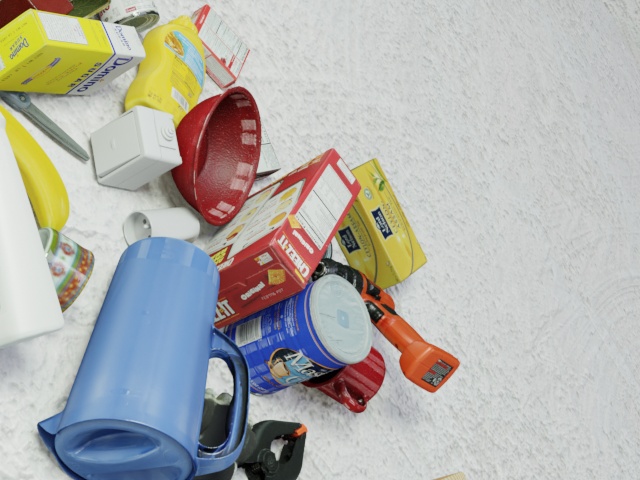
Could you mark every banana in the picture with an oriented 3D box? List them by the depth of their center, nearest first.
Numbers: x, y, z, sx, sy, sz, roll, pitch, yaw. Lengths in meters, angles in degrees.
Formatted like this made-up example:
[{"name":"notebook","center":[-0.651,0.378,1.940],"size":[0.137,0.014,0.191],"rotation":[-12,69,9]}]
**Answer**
[{"name":"banana","center":[-0.302,-0.084,1.049],"size":[0.198,0.037,0.069],"rotation":[57,21,-14]}]

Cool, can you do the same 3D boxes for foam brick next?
[{"name":"foam brick","center":[-0.307,-0.235,1.110],"size":[0.053,0.078,0.051],"rotation":[52,38,-18]}]

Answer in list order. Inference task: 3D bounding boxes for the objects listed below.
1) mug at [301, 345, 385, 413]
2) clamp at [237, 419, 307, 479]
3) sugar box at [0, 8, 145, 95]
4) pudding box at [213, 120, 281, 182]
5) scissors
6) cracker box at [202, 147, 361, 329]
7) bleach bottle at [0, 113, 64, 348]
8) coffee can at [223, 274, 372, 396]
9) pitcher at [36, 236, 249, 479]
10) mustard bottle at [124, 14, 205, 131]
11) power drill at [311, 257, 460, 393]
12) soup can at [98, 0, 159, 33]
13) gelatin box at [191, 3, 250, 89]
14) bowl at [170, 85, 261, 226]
[{"name":"mug","center":[0.030,0.161,1.302],"size":[0.081,0.093,0.117],"rotation":[39,20,-40]},{"name":"clamp","center":[-0.073,0.241,1.164],"size":[0.120,0.039,0.171],"rotation":[59,34,-14]},{"name":"sugar box","center":[-0.265,-0.189,1.098],"size":[0.176,0.093,0.048],"rotation":[-7,72,-64]},{"name":"pudding box","center":[-0.107,-0.118,1.343],"size":[0.113,0.039,0.090],"rotation":[-17,83,-58]},{"name":"scissors","center":[-0.316,-0.164,1.108],"size":[0.201,0.016,0.096],"rotation":[31,47,-41]},{"name":"cracker box","center":[-0.058,0.002,1.221],"size":[0.072,0.164,0.213],"rotation":[51,36,-16]},{"name":"bleach bottle","center":[-0.303,-0.030,0.942],"size":[0.067,0.103,0.251],"rotation":[-11,84,-55]},{"name":"coffee can","center":[-0.026,0.110,1.217],"size":[0.102,0.141,0.103],"rotation":[31,46,-40]},{"name":"pitcher","center":[-0.157,0.118,1.040],"size":[0.149,0.145,0.242],"rotation":[44,36,-33]},{"name":"mustard bottle","center":[-0.178,-0.202,1.279],"size":[0.096,0.058,0.191],"rotation":[48,36,-40]},{"name":"power drill","center":[0.082,0.103,1.357],"size":[0.188,0.057,0.184],"rotation":[47,9,36]},{"name":"soup can","center":[-0.236,-0.297,1.253],"size":[0.068,0.069,0.102],"rotation":[-15,83,-56]},{"name":"gelatin box","center":[-0.138,-0.253,1.394],"size":[0.089,0.030,0.073],"rotation":[46,37,-27]},{"name":"bowl","center":[-0.126,-0.100,1.225],"size":[0.162,0.055,0.162],"rotation":[12,90,-69]}]
